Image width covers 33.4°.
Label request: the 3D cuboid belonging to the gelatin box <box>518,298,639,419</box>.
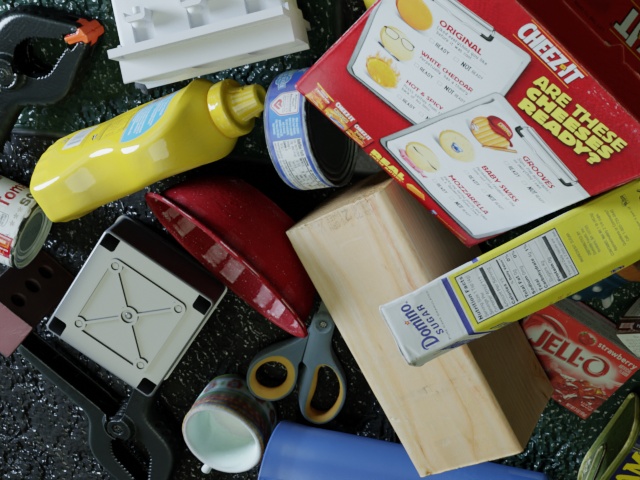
[{"bbox_3d":[0.187,0.084,0.809,0.089,0.030,0.073,33,127,-1],"label":"gelatin box"}]

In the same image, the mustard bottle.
[{"bbox_3d":[-0.120,-0.074,0.786,0.192,0.096,0.058,-19,112,30],"label":"mustard bottle"}]

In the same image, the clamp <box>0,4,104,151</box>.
[{"bbox_3d":[-0.248,-0.141,0.830,0.172,0.039,0.120,-28,112,26],"label":"clamp"}]

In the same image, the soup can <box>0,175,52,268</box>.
[{"bbox_3d":[-0.285,-0.026,0.899,0.102,0.068,0.069,24,126,5],"label":"soup can"}]

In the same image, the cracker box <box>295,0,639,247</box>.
[{"bbox_3d":[0.098,-0.092,0.629,0.164,0.072,0.214,42,156,-8],"label":"cracker box"}]

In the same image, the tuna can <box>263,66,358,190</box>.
[{"bbox_3d":[-0.006,-0.078,0.746,0.034,0.086,0.086,-5,119,26],"label":"tuna can"}]

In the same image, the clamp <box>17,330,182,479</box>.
[{"bbox_3d":[-0.176,0.161,0.995,0.165,0.036,0.210,-11,115,25],"label":"clamp"}]

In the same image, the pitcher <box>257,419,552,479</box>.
[{"bbox_3d":[0.067,0.231,0.882,0.243,0.149,0.145,5,123,14],"label":"pitcher"}]

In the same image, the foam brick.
[{"bbox_3d":[-0.262,0.052,0.934,0.053,0.078,0.051,42,128,-8],"label":"foam brick"}]

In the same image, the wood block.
[{"bbox_3d":[0.074,0.053,0.773,0.090,0.090,0.206,-23,100,33],"label":"wood block"}]

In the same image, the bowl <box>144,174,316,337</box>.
[{"bbox_3d":[-0.055,0.001,0.806,0.162,0.055,0.162,39,168,10],"label":"bowl"}]

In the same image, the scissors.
[{"bbox_3d":[-0.016,0.071,0.884,0.096,0.016,0.202,4,122,8],"label":"scissors"}]

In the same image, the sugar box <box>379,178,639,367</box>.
[{"bbox_3d":[0.126,0.023,0.657,0.176,0.093,0.048,-30,79,5],"label":"sugar box"}]
